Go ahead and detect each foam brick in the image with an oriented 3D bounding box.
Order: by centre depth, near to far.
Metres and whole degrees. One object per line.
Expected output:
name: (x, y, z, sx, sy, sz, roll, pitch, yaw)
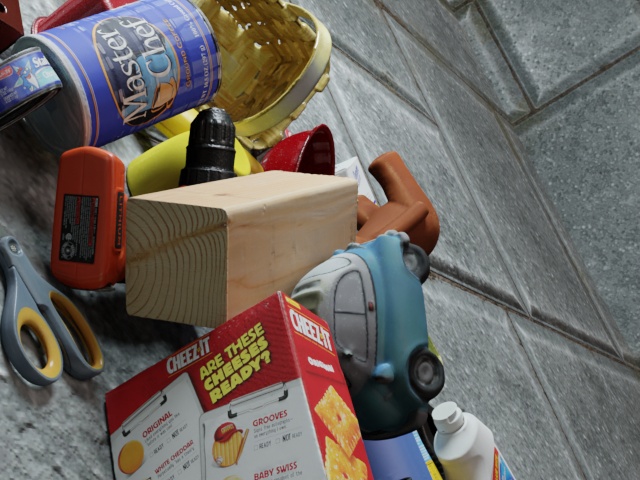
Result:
foam brick: (-0.277, -0.189, 0.856, 0.053, 0.051, 0.078, 32, 32, -51)

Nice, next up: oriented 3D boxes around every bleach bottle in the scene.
bleach bottle: (0.179, 0.283, 1.138, 0.251, 0.068, 0.102, 62, 32, -21)

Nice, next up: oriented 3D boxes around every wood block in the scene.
wood block: (-0.056, 0.000, 0.849, 0.205, 0.091, 0.090, -17, 111, -60)

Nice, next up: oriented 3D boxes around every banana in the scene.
banana: (-0.138, -0.125, 1.049, 0.198, 0.037, 0.069, 44, 31, 13)

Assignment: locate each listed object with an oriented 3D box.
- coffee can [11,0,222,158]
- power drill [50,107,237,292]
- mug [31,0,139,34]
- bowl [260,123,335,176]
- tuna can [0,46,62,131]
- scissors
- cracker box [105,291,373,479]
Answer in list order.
coffee can: (-0.167, -0.138, 0.879, 0.140, 0.103, 0.103, -29, 87, -36)
power drill: (-0.130, -0.027, 0.861, 0.187, 0.057, 0.184, 6, 86, -60)
mug: (-0.200, -0.179, 0.978, 0.093, 0.082, 0.117, 26, 37, -55)
bowl: (-0.033, -0.050, 1.156, 0.162, 0.055, 0.162, 11, 90, -75)
tuna can: (-0.234, -0.105, 0.786, 0.034, 0.086, 0.086, 57, 20, -8)
scissors: (-0.221, 0.020, 0.739, 0.201, 0.016, 0.096, 55, 20, -10)
cracker box: (-0.050, 0.167, 0.709, 0.072, 0.164, 0.214, 36, 30, -48)
